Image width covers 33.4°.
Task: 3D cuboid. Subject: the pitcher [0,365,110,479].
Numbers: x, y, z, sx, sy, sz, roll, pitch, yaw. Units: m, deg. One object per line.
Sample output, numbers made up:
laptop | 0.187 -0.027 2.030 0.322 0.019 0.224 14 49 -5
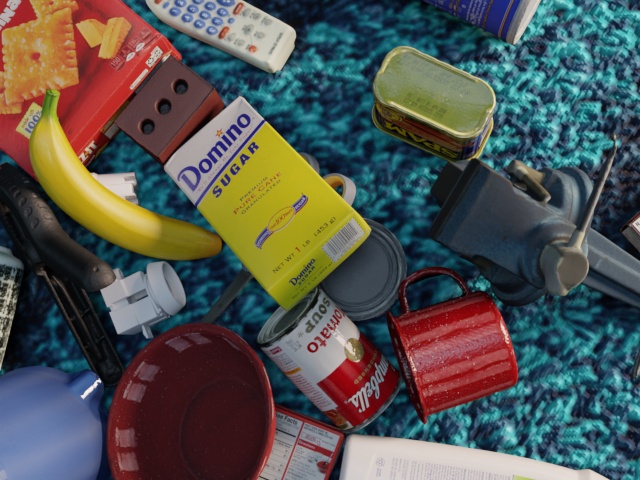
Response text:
pitcher | -0.255 0.178 0.788 0.145 0.242 0.149 -1 89 5

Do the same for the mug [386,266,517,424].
mug | 0.101 0.077 0.846 0.081 0.093 0.117 -18 87 -2

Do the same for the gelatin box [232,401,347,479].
gelatin box | -0.027 0.185 0.873 0.073 0.030 0.089 20 84 9

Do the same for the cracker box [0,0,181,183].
cracker box | -0.256 -0.170 0.926 0.214 0.072 0.164 40 88 10

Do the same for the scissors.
scissors | -0.056 0.001 0.905 0.202 0.016 0.096 -38 50 17

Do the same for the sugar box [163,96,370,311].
sugar box | -0.047 -0.034 0.864 0.093 0.048 0.176 -42 55 -2

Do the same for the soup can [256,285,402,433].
soup can | 0.007 0.093 0.847 0.068 0.068 0.102 -43 103 -2

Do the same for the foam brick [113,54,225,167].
foam brick | -0.129 -0.108 0.915 0.053 0.051 0.078 38 87 10

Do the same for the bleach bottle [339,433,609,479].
bleach bottle | 0.137 0.219 0.837 0.251 0.068 0.102 9 83 4

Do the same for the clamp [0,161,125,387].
clamp | -0.222 0.018 0.885 0.036 0.165 0.210 -29 56 -25

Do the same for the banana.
banana | -0.170 -0.034 0.876 0.070 0.037 0.197 -39 116 16

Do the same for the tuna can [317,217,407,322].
tuna can | 0.029 0.026 0.889 0.086 0.033 0.086 -1 81 5

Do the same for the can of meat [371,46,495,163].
can of meat | 0.093 -0.111 0.878 0.102 0.084 0.057 25 84 8

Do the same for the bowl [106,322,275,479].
bowl | -0.093 0.150 0.855 0.162 0.055 0.162 -10 70 28

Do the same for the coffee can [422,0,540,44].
coffee can | 0.121 -0.239 0.885 0.140 0.103 0.103 27 85 9
